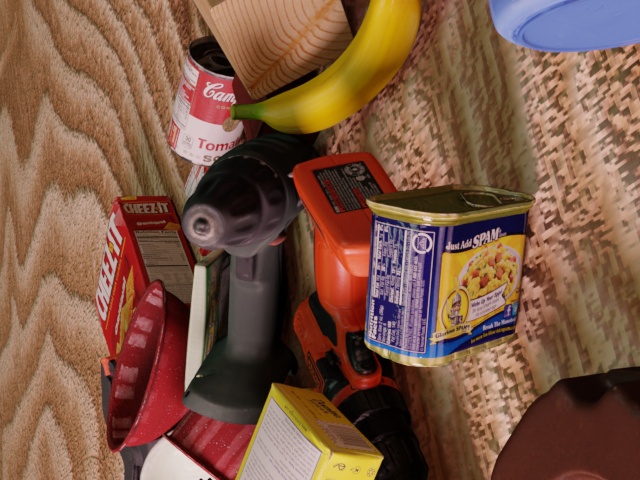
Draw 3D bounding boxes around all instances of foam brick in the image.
[{"bbox_3d":[-0.035,-0.117,0.866,0.053,0.051,0.078,119,143,-47],"label":"foam brick"}]

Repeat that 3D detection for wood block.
[{"bbox_3d":[-0.060,-0.214,0.841,0.206,0.091,0.090,60,176,46],"label":"wood block"}]

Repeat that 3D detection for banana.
[{"bbox_3d":[0.017,-0.119,0.738,0.198,0.069,0.037,-34,60,45],"label":"banana"}]

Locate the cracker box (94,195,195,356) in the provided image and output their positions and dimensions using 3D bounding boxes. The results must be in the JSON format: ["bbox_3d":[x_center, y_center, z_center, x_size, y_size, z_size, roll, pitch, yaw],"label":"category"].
[{"bbox_3d":[-0.188,0.078,1.164,0.214,0.072,0.164,-118,37,-44],"label":"cracker box"}]

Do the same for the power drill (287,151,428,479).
[{"bbox_3d":[0.025,0.053,0.689,0.184,0.057,0.188,-120,24,-47],"label":"power drill"}]

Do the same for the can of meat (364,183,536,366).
[{"bbox_3d":[0.070,0.017,0.590,0.058,0.101,0.084,15,107,42],"label":"can of meat"}]

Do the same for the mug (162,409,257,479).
[{"bbox_3d":[-0.058,0.161,0.867,0.081,0.117,0.093,-52,-11,-11],"label":"mug"}]

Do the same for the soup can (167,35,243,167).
[{"bbox_3d":[-0.099,-0.127,0.981,0.068,0.068,0.102,-116,35,-42],"label":"soup can"}]

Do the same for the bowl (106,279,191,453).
[{"bbox_3d":[-0.146,0.120,0.978,0.162,0.055,0.162,-164,90,-71],"label":"bowl"}]

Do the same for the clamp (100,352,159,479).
[{"bbox_3d":[-0.170,0.214,1.066,0.165,0.036,0.210,1,106,50],"label":"clamp"}]

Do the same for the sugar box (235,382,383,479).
[{"bbox_3d":[-0.028,0.189,0.668,0.093,0.048,0.176,37,110,60],"label":"sugar box"}]
